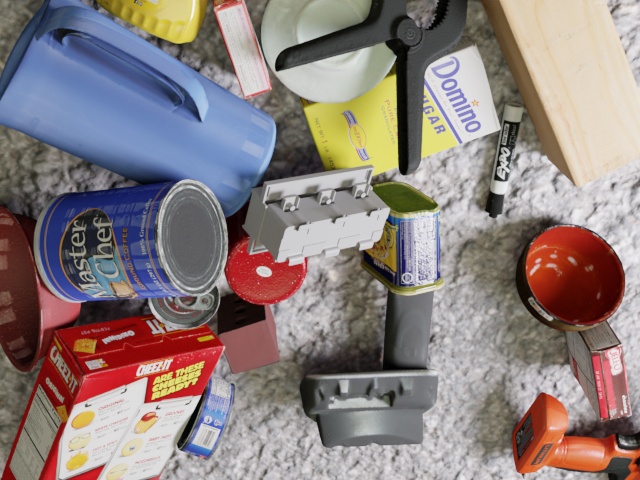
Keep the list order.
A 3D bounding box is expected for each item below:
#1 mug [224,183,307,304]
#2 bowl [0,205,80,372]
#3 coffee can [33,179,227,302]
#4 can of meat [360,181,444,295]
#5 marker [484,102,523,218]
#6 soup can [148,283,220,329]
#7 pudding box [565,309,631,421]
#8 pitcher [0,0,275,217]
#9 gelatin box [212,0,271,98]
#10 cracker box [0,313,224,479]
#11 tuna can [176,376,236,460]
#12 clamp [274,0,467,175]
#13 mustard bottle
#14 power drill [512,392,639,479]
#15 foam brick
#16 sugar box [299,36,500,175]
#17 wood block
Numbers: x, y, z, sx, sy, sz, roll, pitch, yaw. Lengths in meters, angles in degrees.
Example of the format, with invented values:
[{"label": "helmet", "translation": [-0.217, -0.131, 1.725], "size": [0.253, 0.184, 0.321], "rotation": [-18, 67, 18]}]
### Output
[{"label": "mug", "translation": [-0.057, 0.001, 1.058], "size": [0.093, 0.081, 0.117], "rotation": [-5, 114, -4]}, {"label": "bowl", "translation": [-0.275, 0.043, 1.032], "size": [0.055, 0.162, 0.162], "rotation": [-10, 118, -34]}, {"label": "coffee can", "translation": [-0.169, 0.002, 0.954], "size": [0.141, 0.102, 0.103], "rotation": [-4, 118, 30]}, {"label": "can of meat", "translation": [0.079, -0.005, 1.060], "size": [0.057, 0.102, 0.084], "rotation": [-11, 113, -20]}, {"label": "marker", "translation": [0.186, -0.080, 1.083], "size": [0.020, 0.020, 0.121], "rotation": [4, 113, -8]}, {"label": "soup can", "translation": [-0.134, 0.034, 1.052], "size": [0.068, 0.102, 0.068], "rotation": [-2, 114, -5]}, {"label": "pudding box", "translation": [0.292, 0.124, 1.133], "size": [0.039, 0.113, 0.090], "rotation": [-14, 115, 0]}, {"label": "pitcher", "translation": [-0.162, -0.119, 0.963], "size": [0.242, 0.149, 0.145], "rotation": [26, 109, -20]}, {"label": "gelatin box", "translation": [-0.073, -0.183, 0.979], "size": [0.030, 0.073, 0.089], "rotation": [-18, 114, 1]}, {"label": "cracker box", "translation": [-0.210, 0.172, 1.061], "size": [0.163, 0.072, 0.214], "rotation": [-8, 135, -44]}, {"label": "tuna can", "translation": [-0.122, 0.187, 1.131], "size": [0.033, 0.086, 0.086], "rotation": [22, 110, -14]}, {"label": "clamp", "translation": [0.078, -0.175, 0.974], "size": [0.164, 0.036, 0.210], "rotation": [45, 76, -17]}, {"label": "mustard bottle", "translation": [-0.123, -0.278, 0.936], "size": [0.096, 0.058, 0.192], "rotation": [28, 109, 10]}, {"label": "power drill", "translation": [0.321, 0.221, 1.184], "size": [0.187, 0.057, 0.185], "rotation": [12, 134, -8]}, {"label": "foam brick", "translation": [-0.075, 0.091, 1.098], "size": [0.053, 0.078, 0.051], "rotation": [-17, 116, 1]}, {"label": "sugar box", "translation": [0.078, -0.123, 1.038], "size": [0.176, 0.048, 0.093], "rotation": [-20, 114, 4]}, {"label": "wood block", "translation": [0.233, -0.168, 1.010], "size": [0.090, 0.091, 0.206], "rotation": [-26, 114, 5]}]
